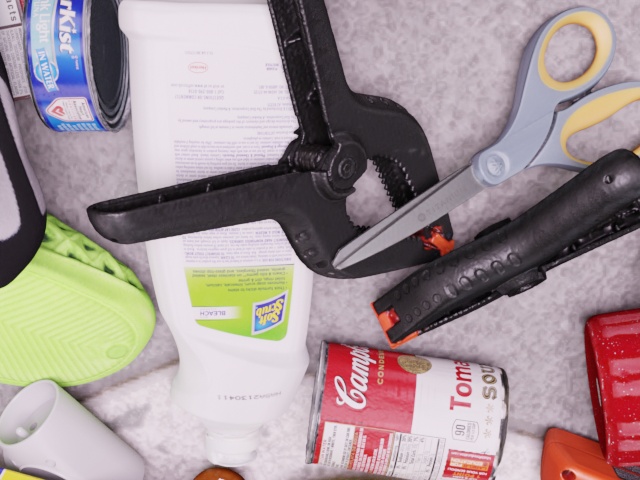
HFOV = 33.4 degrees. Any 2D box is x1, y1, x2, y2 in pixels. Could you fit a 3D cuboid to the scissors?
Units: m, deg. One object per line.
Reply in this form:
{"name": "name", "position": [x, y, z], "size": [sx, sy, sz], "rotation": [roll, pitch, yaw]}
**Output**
{"name": "scissors", "position": [0.087, -0.058, 0.538], "size": [0.201, 0.016, 0.096], "rotation": [-16, 91, -16]}

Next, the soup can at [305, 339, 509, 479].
{"name": "soup can", "position": [0.046, 0.095, 0.584], "size": [0.102, 0.068, 0.068], "rotation": [8, 104, 0]}

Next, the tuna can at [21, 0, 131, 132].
{"name": "tuna can", "position": [-0.120, -0.097, 0.536], "size": [0.034, 0.086, 0.086], "rotation": [-1, 104, 4]}

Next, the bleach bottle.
{"name": "bleach bottle", "position": [-0.054, 0.001, 0.566], "size": [0.102, 0.068, 0.251], "rotation": [0, 106, -8]}

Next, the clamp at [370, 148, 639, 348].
{"name": "clamp", "position": [0.100, 0.005, 0.541], "size": [0.171, 0.120, 0.039], "rotation": [-30, 69, 11]}

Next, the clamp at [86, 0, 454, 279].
{"name": "clamp", "position": [-0.007, -0.032, 0.512], "size": [0.209, 0.036, 0.164], "rotation": [43, 75, -42]}
